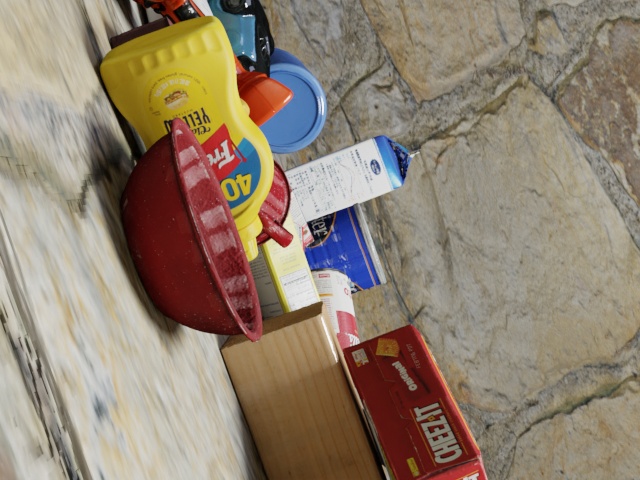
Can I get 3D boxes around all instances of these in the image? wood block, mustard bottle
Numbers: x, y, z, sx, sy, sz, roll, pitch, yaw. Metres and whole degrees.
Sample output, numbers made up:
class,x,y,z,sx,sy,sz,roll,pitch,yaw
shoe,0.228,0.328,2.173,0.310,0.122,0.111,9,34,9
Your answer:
class,x,y,z,sx,sy,sz,roll,pitch,yaw
wood block,-0.005,0.167,0.915,0.091,0.090,0.206,-69,139,-86
mustard bottle,-0.089,-0.068,0.820,0.058,0.096,0.191,-102,172,-65

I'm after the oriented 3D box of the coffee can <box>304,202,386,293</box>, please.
class,x,y,z,sx,sy,sz,roll,pitch,yaw
coffee can,-0.003,0.025,1.280,0.103,0.140,0.103,-20,90,-86

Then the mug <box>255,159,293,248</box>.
class,x,y,z,sx,sy,sz,roll,pitch,yaw
mug,-0.071,-0.034,0.914,0.117,0.093,0.081,43,2,14

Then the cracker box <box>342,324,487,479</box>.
class,x,y,z,sx,sy,sz,roll,pitch,yaw
cracker box,0.097,0.200,0.877,0.164,0.072,0.213,-115,-176,-54

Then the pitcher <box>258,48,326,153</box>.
class,x,y,z,sx,sy,sz,roll,pitch,yaw
pitcher,-0.067,-0.185,1.363,0.243,0.149,0.145,-123,-142,-77

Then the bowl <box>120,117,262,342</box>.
class,x,y,z,sx,sy,sz,roll,pitch,yaw
bowl,-0.093,0.001,0.726,0.162,0.055,0.162,-20,90,-86

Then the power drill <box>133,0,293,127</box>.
class,x,y,z,sx,sy,sz,roll,pitch,yaw
power drill,-0.105,-0.188,0.963,0.187,0.057,0.184,52,-5,-16

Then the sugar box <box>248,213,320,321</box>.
class,x,y,z,sx,sy,sz,roll,pitch,yaw
sugar box,-0.039,0.059,1.005,0.094,0.048,0.176,-15,-83,58

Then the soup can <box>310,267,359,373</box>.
class,x,y,z,sx,sy,sz,roll,pitch,yaw
soup can,0.004,0.089,1.126,0.068,0.068,0.102,64,15,-61
